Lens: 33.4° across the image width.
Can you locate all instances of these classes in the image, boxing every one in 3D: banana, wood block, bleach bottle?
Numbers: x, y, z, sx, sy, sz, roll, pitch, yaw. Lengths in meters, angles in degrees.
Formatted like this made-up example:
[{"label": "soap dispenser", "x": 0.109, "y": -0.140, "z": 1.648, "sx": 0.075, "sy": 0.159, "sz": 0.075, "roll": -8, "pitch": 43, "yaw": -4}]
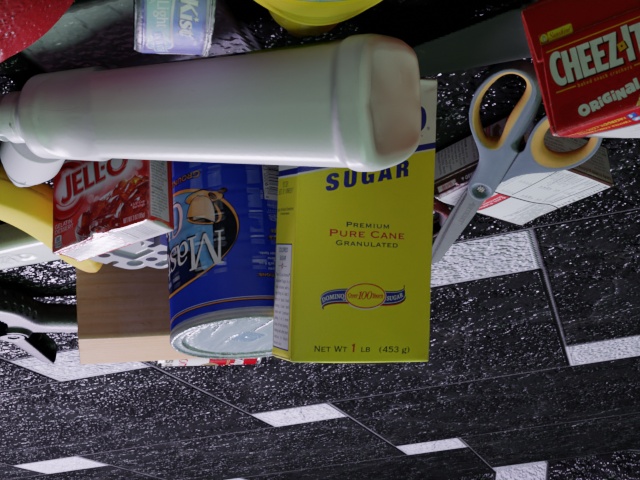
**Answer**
[{"label": "banana", "x": -0.225, "y": -0.024, "z": 0.752, "sx": 0.197, "sy": 0.037, "sz": 0.070, "roll": 19, "pitch": 137, "yaw": -40}, {"label": "wood block", "x": -0.105, "y": 0.049, "z": 0.922, "sx": 0.206, "sy": 0.090, "sz": 0.091, "roll": -2, "pitch": 159, "yaw": -11}, {"label": "bleach bottle", "x": -0.077, "y": -0.071, "z": 0.587, "sx": 0.251, "sy": 0.068, "sz": 0.102, "roll": 0, "pitch": -172, "yaw": 22}]

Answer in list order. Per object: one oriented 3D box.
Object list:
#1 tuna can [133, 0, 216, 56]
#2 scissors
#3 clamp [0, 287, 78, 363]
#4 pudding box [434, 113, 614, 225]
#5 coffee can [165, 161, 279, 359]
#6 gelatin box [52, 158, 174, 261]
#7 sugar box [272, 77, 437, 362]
[{"label": "tuna can", "x": -0.065, "y": -0.125, "z": 0.470, "sx": 0.033, "sy": 0.086, "sz": 0.086, "roll": 0, "pitch": 159, "yaw": -10}, {"label": "scissors", "x": 0.132, "y": -0.039, "z": 0.734, "sx": 0.096, "sy": 0.016, "sz": 0.202, "roll": 15, "pitch": 139, "yaw": 10}, {"label": "clamp", "x": -0.295, "y": 0.080, "z": 1.028, "sx": 0.209, "sy": 0.036, "sz": 0.165, "roll": 15, "pitch": 151, "yaw": -39}, {"label": "pudding box", "x": 0.149, "y": -0.051, "z": 0.793, "sx": 0.113, "sy": 0.039, "sz": 0.090, "roll": 11, "pitch": 152, "yaw": -42}, {"label": "coffee can", "x": -0.055, "y": 0.001, "z": 0.731, "sx": 0.103, "sy": 0.140, "sz": 0.103, "roll": -5, "pitch": 160, "yaw": -2}, {"label": "gelatin box", "x": -0.141, "y": -0.033, "z": 0.715, "sx": 0.089, "sy": 0.073, "sz": 0.030, "roll": -17, "pitch": 156, "yaw": 29}, {"label": "sugar box", "x": 0.021, "y": -0.015, "z": 0.658, "sx": 0.093, "sy": 0.176, "sz": 0.048, "roll": 1, "pitch": -178, "yaw": -20}]
